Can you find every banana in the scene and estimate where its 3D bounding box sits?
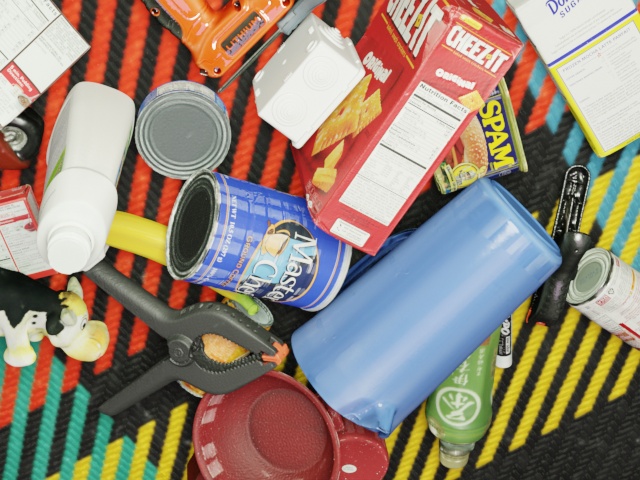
[{"bbox_3d":[-0.144,0.009,1.006,0.197,0.070,0.037,25,97,-15],"label":"banana"}]

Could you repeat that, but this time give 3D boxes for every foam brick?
[{"bbox_3d":[-0.104,0.236,1.143,0.051,0.053,0.078,22,114,-18],"label":"foam brick"}]

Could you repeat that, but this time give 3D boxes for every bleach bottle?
[{"bbox_3d":[-0.195,-0.041,0.867,0.068,0.251,0.103,17,115,-16],"label":"bleach bottle"}]

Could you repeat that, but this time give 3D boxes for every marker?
[{"bbox_3d":[0.191,0.078,1.109,0.020,0.020,0.121,-6,119,-3],"label":"marker"}]

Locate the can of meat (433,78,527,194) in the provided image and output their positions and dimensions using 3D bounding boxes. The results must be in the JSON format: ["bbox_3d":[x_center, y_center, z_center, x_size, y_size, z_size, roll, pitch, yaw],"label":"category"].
[{"bbox_3d":[0.136,-0.100,0.985,0.084,0.057,0.102,-18,119,6],"label":"can of meat"}]

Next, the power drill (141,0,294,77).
[{"bbox_3d":[-0.111,-0.242,0.880,0.187,0.057,0.185,40,110,-21],"label":"power drill"}]

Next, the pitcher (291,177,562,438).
[{"bbox_3d":[0.096,0.053,0.990,0.243,0.144,0.149,-44,81,14],"label":"pitcher"}]

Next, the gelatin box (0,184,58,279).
[{"bbox_3d":[-0.295,-0.003,1.003,0.073,0.030,0.089,-14,120,3],"label":"gelatin box"}]

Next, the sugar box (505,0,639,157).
[{"bbox_3d":[0.251,-0.170,0.967,0.093,0.048,0.176,-32,114,11],"label":"sugar box"}]

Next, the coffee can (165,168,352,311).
[{"bbox_3d":[-0.056,0.001,0.975,0.140,0.103,0.103,15,116,-29],"label":"coffee can"}]

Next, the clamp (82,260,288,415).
[{"bbox_3d":[-0.135,0.110,1.033,0.210,0.036,0.165,10,112,14],"label":"clamp"}]

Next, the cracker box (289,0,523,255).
[{"bbox_3d":[0.062,-0.119,0.904,0.072,0.164,0.214,25,113,-21],"label":"cracker box"}]

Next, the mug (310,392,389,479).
[{"bbox_3d":[0.024,0.203,1.123,0.093,0.081,0.117,-14,119,1],"label":"mug"}]

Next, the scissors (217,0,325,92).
[{"bbox_3d":[-0.022,-0.188,0.902,0.016,0.096,0.202,44,103,-11],"label":"scissors"}]

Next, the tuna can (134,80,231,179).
[{"bbox_3d":[-0.124,-0.101,0.967,0.086,0.034,0.086,-3,119,-5],"label":"tuna can"}]

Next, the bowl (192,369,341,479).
[{"bbox_3d":[-0.045,0.198,1.065,0.162,0.055,0.162,4,101,23],"label":"bowl"}]

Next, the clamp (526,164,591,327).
[{"bbox_3d":[0.232,0.024,1.033,0.039,0.120,0.171,13,122,11],"label":"clamp"}]

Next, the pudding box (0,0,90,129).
[{"bbox_3d":[-0.262,-0.159,0.887,0.113,0.039,0.090,-51,118,-24],"label":"pudding box"}]

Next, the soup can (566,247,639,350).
[{"bbox_3d":[0.305,0.060,1.085,0.102,0.068,0.069,32,111,-21],"label":"soup can"}]
